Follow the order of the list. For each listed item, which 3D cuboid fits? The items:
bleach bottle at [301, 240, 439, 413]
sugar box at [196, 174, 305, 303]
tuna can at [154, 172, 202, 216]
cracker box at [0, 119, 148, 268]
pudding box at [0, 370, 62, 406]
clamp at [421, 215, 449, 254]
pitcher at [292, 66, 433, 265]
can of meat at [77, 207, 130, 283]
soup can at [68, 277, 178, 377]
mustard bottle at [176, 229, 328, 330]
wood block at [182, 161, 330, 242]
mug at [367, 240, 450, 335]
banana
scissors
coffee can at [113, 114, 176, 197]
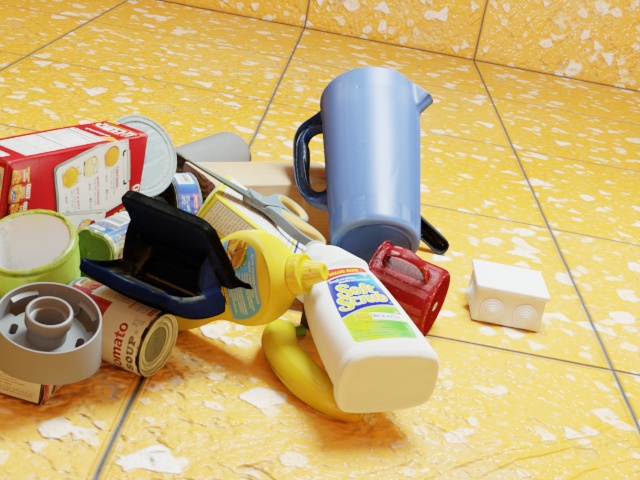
[{"bbox_3d":[0.024,0.071,1.058,0.102,0.068,0.251,0,28,-21],"label":"bleach bottle"},{"bbox_3d":[-0.058,0.002,1.243,0.176,0.048,0.093,41,18,-9],"label":"sugar box"},{"bbox_3d":[-0.180,-0.043,1.346,0.033,0.086,0.086,-3,24,-29],"label":"tuna can"},{"bbox_3d":[-0.290,-0.035,1.154,0.072,0.164,0.213,23,23,25],"label":"cracker box"},{"bbox_3d":[-0.282,0.103,0.969,0.113,0.039,0.090,13,21,10],"label":"pudding box"},{"bbox_3d":[0.080,-0.064,1.444,0.210,0.036,0.164,50,16,19],"label":"clamp"},{"bbox_3d":[0.055,-0.085,1.331,0.144,0.149,0.243,16,51,-20],"label":"pitcher"},{"bbox_3d":[-0.217,0.024,1.126,0.057,0.102,0.083,19,24,21],"label":"can of meat"},{"bbox_3d":[-0.196,0.083,1.022,0.102,0.068,0.068,19,22,21],"label":"soup can"},{"bbox_3d":[-0.081,0.038,1.071,0.192,0.096,0.058,-6,1,27],"label":"mustard bottle"},{"bbox_3d":[-0.076,-0.050,1.412,0.205,0.091,0.090,-4,24,-34],"label":"wood block"},{"bbox_3d":[0.096,0.050,1.206,0.081,0.117,0.093,23,53,18],"label":"mug"},{"bbox_3d":[-0.018,0.120,1.058,0.069,0.037,0.198,4,21,-20],"label":"banana"},{"bbox_3d":[-0.074,-0.053,1.232,0.201,0.016,0.096,36,17,-21],"label":"scissors"},{"bbox_3d":[-0.258,-0.092,1.332,0.102,0.103,0.141,-6,-4,-38],"label":"coffee can"}]
